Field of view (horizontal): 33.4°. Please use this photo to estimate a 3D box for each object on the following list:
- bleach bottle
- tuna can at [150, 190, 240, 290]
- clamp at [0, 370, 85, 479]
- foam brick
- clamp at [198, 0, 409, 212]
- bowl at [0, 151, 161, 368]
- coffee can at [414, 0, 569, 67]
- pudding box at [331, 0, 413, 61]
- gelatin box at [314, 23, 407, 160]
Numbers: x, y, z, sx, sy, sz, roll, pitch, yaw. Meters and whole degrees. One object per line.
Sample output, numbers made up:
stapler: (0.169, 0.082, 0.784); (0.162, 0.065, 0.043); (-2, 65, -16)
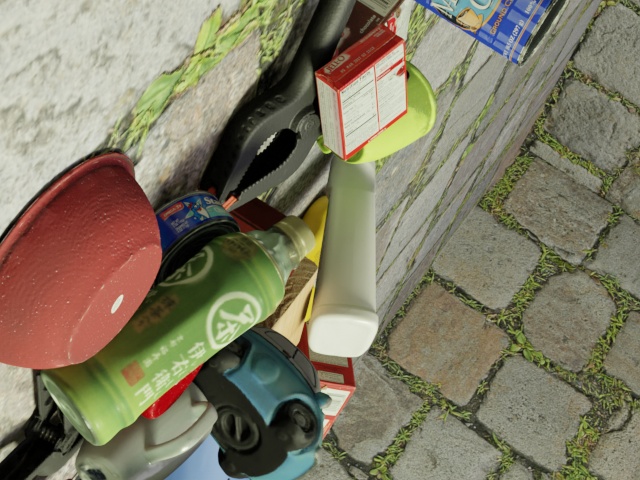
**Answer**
bleach bottle: (0.030, -0.008, 1.142); (0.103, 0.068, 0.251); (106, -9, -61)
tuna can: (-0.103, 0.005, 0.820); (0.086, 0.034, 0.086); (-34, 154, -19)
clamp: (-0.217, 0.159, 0.836); (0.120, 0.039, 0.171); (-54, 170, -10)
foam brick: (-0.056, 0.001, 0.977); (0.051, 0.078, 0.052); (-62, 168, 26)
clamp: (-0.019, -0.110, 0.853); (0.210, 0.036, 0.164); (-43, 151, -8)
bowl: (-0.150, 0.025, 0.677); (0.162, 0.055, 0.162); (-53, 170, -14)
coffee can: (0.160, -0.246, 1.020); (0.102, 0.140, 0.103); (-53, 169, -14)
pudding box: (0.038, -0.177, 0.960); (0.113, 0.039, 0.090); (-50, 168, -17)
gelatin box: (0.033, -0.118, 0.849); (0.073, 0.030, 0.089); (-39, 150, -19)
